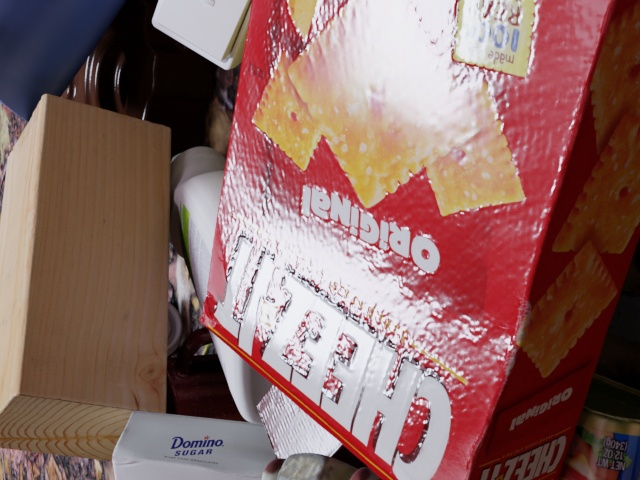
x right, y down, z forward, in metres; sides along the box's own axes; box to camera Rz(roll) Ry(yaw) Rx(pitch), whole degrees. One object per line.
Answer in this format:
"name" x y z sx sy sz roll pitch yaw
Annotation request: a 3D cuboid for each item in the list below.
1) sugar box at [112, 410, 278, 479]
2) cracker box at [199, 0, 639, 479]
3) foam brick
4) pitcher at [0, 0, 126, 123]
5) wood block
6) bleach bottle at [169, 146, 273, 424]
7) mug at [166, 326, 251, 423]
"sugar box" -0.064 0.183 0.624 0.048 0.093 0.176 -73 -16 -55
"cracker box" 0.036 -0.026 0.403 0.164 0.071 0.214 35 123 40
"foam brick" 0.019 0.087 0.513 0.051 0.078 0.053 -49 49 30
"pitcher" -0.182 -0.209 0.742 0.149 0.145 0.243 34 86 30
"wood block" -0.153 0.023 0.678 0.090 0.090 0.206 -42 43 47
"bleach bottle" -0.054 0.001 0.660 0.251 0.068 0.103 -125 34 -55
"mug" -0.074 0.106 0.697 0.093 0.081 0.117 42 125 48
